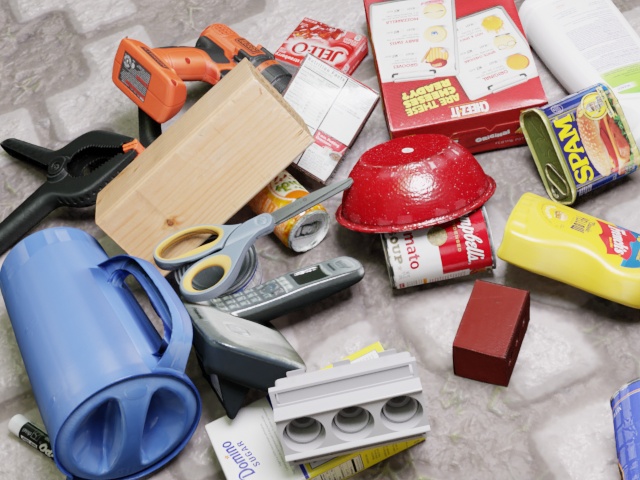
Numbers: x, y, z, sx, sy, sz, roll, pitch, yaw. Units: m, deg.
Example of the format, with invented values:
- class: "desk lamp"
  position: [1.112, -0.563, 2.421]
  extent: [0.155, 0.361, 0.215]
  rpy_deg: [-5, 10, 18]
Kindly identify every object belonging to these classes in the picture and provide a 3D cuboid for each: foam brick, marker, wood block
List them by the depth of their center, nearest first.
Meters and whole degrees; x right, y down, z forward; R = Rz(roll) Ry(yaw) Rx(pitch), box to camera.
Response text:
- class: "foam brick"
  position: [0.156, 0.084, 0.974]
  extent: [0.051, 0.053, 0.078]
  rpy_deg: [14, 58, 20]
- class: "marker"
  position: [-0.242, 0.197, 0.989]
  extent: [0.121, 0.020, 0.020]
  rpy_deg: [26, 62, 26]
- class: "wood block"
  position: [-0.115, -0.071, 1.047]
  extent: [0.206, 0.090, 0.090]
  rpy_deg: [-41, 22, 8]

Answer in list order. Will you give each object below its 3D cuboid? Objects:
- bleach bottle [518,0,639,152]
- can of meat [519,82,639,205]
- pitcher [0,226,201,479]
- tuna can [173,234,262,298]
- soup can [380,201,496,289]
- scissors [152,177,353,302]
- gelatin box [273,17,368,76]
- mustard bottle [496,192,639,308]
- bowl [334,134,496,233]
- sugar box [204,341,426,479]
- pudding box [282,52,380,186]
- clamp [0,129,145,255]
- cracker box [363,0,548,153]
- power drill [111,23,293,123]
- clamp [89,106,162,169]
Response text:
- class: "bleach bottle"
  position: [0.306, -0.167, 1.124]
  extent: [0.102, 0.068, 0.251]
  rpy_deg: [-20, 55, -5]
- class: "can of meat"
  position: [0.260, -0.097, 1.063]
  extent: [0.084, 0.057, 0.102]
  rpy_deg: [-24, 94, -11]
- class: "pitcher"
  position: [-0.208, 0.088, 0.983]
  extent: [0.149, 0.145, 0.243]
  rpy_deg: [-23, 46, -16]
- class: "tuna can"
  position: [-0.102, 0.031, 1.074]
  extent: [0.086, 0.034, 0.086]
  rpy_deg: [-5, 54, 7]
- class: "soup can"
  position: [0.112, 0.005, 1.031]
  extent: [0.102, 0.068, 0.068]
  rpy_deg: [-12, 53, 3]
- class: "scissors"
  position: [-0.057, 0.001, 0.993]
  extent: [0.201, 0.016, 0.096]
  rpy_deg: [-15, 49, 0]
- class: "gelatin box"
  position: [0.000, -0.216, 1.237]
  extent: [0.089, 0.030, 0.073]
  rpy_deg: [23, 62, 25]
- class: "mustard bottle"
  position: [0.265, 0.018, 0.986]
  extent: [0.192, 0.058, 0.096]
  rpy_deg: [22, 29, 15]
- class: "bowl"
  position: [0.088, -0.063, 1.047]
  extent: [0.162, 0.055, 0.162]
  rpy_deg: [-12, 21, 4]
- class: "sugar box"
  position: [-0.004, 0.170, 0.948]
  extent: [0.176, 0.048, 0.093]
  rpy_deg: [-26, 54, -4]
- class: "pudding box"
  position: [-0.003, -0.127, 1.120]
  extent: [0.090, 0.039, 0.113]
  rpy_deg: [31, 93, 3]
- class: "clamp"
  position: [-0.281, -0.076, 1.161]
  extent: [0.210, 0.036, 0.164]
  rpy_deg: [-21, 51, 16]
- class: "cracker box"
  position: [0.143, -0.191, 1.167]
  extent: [0.164, 0.072, 0.214]
  rpy_deg: [-11, 54, 4]
- class: "power drill"
  position: [-0.117, -0.173, 1.164]
  extent: [0.187, 0.057, 0.185]
  rpy_deg: [-14, 45, -46]
- class: "clamp"
  position: [-0.185, -0.094, 1.159]
  extent: [0.172, 0.039, 0.120]
  rpy_deg: [42, 106, 29]
